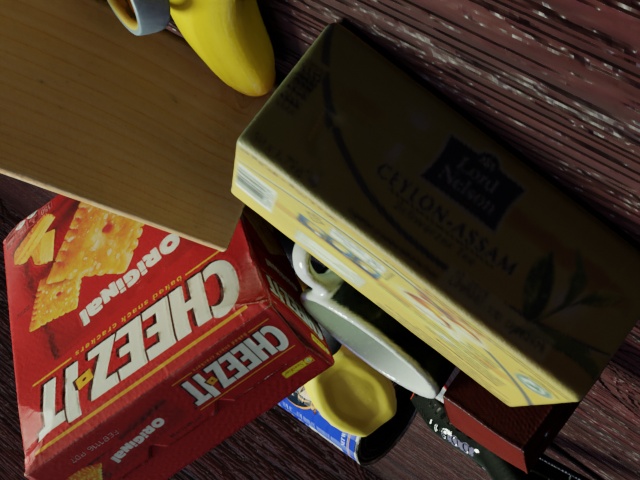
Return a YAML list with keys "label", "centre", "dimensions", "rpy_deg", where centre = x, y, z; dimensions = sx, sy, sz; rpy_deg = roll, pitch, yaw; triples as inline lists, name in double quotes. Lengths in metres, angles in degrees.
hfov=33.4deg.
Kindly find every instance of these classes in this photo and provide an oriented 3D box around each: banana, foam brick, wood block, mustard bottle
- label: "banana"
  centre: [-0.033, -0.098, 0.415]
  dimensions: [0.069, 0.037, 0.198]
  rpy_deg: [42, 168, -6]
- label: "foam brick"
  centre: [0.107, 0.072, 0.553]
  dimensions: [0.051, 0.078, 0.053]
  rpy_deg: [35, 168, 23]
- label: "wood block"
  centre: [-0.132, -0.075, 0.510]
  dimensions: [0.205, 0.091, 0.090]
  rpy_deg: [21, -178, -36]
- label: "mustard bottle"
  centre: [-0.009, 0.066, 0.855]
  dimensions: [0.096, 0.058, 0.192]
  rpy_deg: [50, -178, -39]

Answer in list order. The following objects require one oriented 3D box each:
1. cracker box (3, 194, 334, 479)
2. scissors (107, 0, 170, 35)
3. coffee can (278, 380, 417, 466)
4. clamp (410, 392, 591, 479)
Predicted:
- label: "cracker box"
  centre: [-0.103, 0.031, 0.631]
  dimensions: [0.072, 0.164, 0.214]
  rpy_deg: [47, -169, -39]
- label: "scissors"
  centre: [-0.108, -0.151, 0.457]
  dimensions: [0.202, 0.016, 0.096]
  rpy_deg: [50, 157, 46]
- label: "coffee can"
  centre: [0.013, 0.129, 0.999]
  dimensions: [0.140, 0.102, 0.102]
  rpy_deg: [31, 167, 29]
- label: "clamp"
  centre: [0.155, 0.174, 0.864]
  dimensions: [0.164, 0.036, 0.210]
  rpy_deg: [22, -171, -38]
